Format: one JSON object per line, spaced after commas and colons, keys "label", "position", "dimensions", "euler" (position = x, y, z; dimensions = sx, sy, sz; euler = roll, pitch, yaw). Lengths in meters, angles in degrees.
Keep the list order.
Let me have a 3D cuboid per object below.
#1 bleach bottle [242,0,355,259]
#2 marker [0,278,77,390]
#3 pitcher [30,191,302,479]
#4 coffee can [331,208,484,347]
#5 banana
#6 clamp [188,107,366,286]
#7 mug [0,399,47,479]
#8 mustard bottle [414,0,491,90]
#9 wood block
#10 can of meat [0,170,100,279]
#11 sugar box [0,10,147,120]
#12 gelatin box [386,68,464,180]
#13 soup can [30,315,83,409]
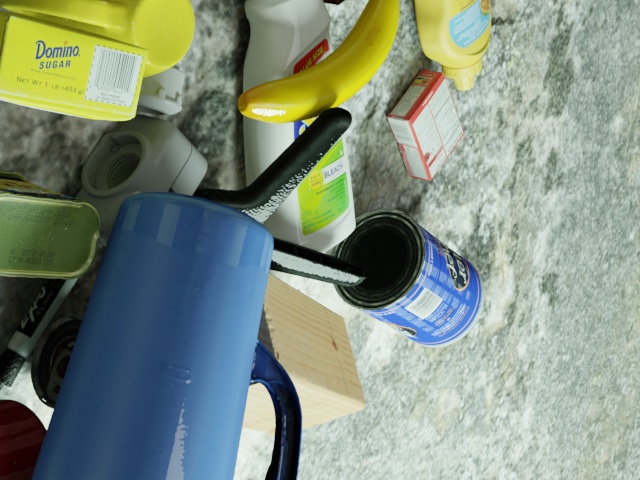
{"label": "bleach bottle", "position": [-0.027, -0.111, 0.888], "dimensions": [0.102, 0.068, 0.251], "euler": [-31, 124, -41]}
{"label": "marker", "position": [-0.200, 0.053, 0.763], "dimensions": [0.121, 0.020, 0.020], "euler": [-61, 142, -16]}
{"label": "pitcher", "position": [-0.097, 0.100, 0.701], "dimensions": [0.149, 0.145, 0.243], "euler": [34, 65, -57]}
{"label": "coffee can", "position": [0.089, 0.040, 1.061], "dimensions": [0.140, 0.103, 0.103], "euler": [32, 78, -52]}
{"label": "banana", "position": [0.010, -0.144, 0.850], "dimensions": [0.069, 0.037, 0.197], "euler": [51, 60, -21]}
{"label": "clamp", "position": [-0.056, 0.001, 0.844], "dimensions": [0.209, 0.036, 0.164], "euler": [-24, 126, -13]}
{"label": "mug", "position": [-0.235, 0.163, 0.711], "dimensions": [0.081, 0.093, 0.117], "euler": [-10, 129, -55]}
{"label": "mustard bottle", "position": [0.129, -0.233, 1.042], "dimensions": [0.096, 0.058, 0.191], "euler": [-47, 136, -37]}
{"label": "wood block", "position": [-0.044, 0.095, 0.862], "dimensions": [0.206, 0.090, 0.091], "euler": [37, 36, -65]}
{"label": "can of meat", "position": [-0.204, -0.011, 0.679], "dimensions": [0.101, 0.084, 0.057], "euler": [5, 99, -53]}
{"label": "sugar box", "position": [-0.188, -0.105, 0.583], "dimensions": [0.093, 0.176, 0.048], "euler": [5, 102, -54]}
{"label": "gelatin box", "position": [0.107, -0.116, 1.085], "dimensions": [0.073, 0.030, 0.089], "euler": [-54, 140, -26]}
{"label": "soup can", "position": [-0.156, 0.099, 0.799], "dimensions": [0.102, 0.069, 0.068], "euler": [26, 83, -54]}
